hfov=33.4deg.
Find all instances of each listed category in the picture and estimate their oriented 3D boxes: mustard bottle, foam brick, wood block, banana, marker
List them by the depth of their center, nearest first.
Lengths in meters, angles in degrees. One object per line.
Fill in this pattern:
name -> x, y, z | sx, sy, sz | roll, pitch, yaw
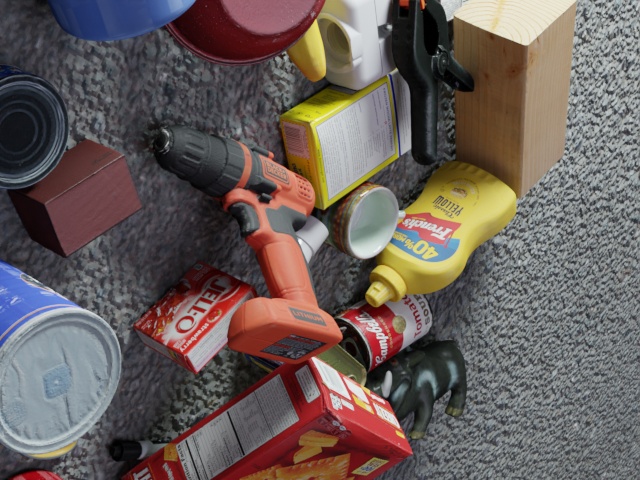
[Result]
foam brick -> -0.185, -0.032, 0.808 | 0.078, 0.053, 0.051 | -36, 131, -31
banana -> -0.012, -0.234, 0.899 | 0.037, 0.069, 0.198 | -84, -174, -70
marker -> -0.144, 0.192, 0.982 | 0.120, 0.020, 0.020 | 11, 99, -49
wood block -> 0.199, -0.157, 1.112 | 0.090, 0.090, 0.206 | -42, 145, -26
mustard bottle -> 0.114, 0.001, 1.115 | 0.191, 0.096, 0.058 | -44, 148, -24

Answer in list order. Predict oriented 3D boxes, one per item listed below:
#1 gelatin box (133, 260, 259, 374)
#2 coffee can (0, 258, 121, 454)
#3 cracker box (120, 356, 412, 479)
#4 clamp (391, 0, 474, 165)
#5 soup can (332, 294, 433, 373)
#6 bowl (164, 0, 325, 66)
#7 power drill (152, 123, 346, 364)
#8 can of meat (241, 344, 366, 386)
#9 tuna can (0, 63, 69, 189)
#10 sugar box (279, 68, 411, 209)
gelatin box -> -0.106, 0.064, 0.923 | 0.089, 0.073, 0.030 | -46, 135, -23
coffee can -> -0.222, 0.074, 0.747 | 0.102, 0.141, 0.103 | -23, 123, -40
cracker box -> -0.046, 0.207, 0.978 | 0.214, 0.072, 0.164 | -36, 142, 12
clamp -> 0.097, -0.156, 0.994 | 0.171, 0.039, 0.120 | 54, 47, -47
soup can -> 0.062, 0.091, 1.123 | 0.102, 0.069, 0.068 | -28, 126, -37
bowl -> -0.050, -0.211, 0.835 | 0.161, 0.055, 0.162 | -11, 116, -25
power drill -> -0.056, 0.001, 0.883 | 0.184, 0.057, 0.188 | 20, 48, -48
can of meat -> -0.017, 0.119, 1.037 | 0.057, 0.084, 0.102 | -58, 139, -11
tuna can -> -0.222, -0.080, 0.758 | 0.085, 0.034, 0.086 | -22, 123, -40
sugar box -> 0.041, -0.113, 1.025 | 0.176, 0.048, 0.093 | -37, 132, -36
